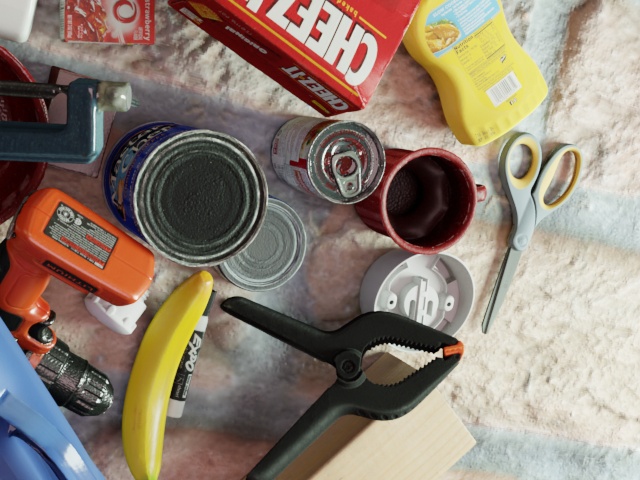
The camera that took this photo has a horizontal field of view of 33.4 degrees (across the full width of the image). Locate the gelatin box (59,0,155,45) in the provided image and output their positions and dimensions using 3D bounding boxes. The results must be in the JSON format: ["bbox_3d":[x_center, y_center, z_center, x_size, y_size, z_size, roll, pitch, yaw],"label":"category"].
[{"bbox_3d":[-0.171,-0.203,0.856,0.073,0.030,0.089,-2,100,-21],"label":"gelatin box"}]

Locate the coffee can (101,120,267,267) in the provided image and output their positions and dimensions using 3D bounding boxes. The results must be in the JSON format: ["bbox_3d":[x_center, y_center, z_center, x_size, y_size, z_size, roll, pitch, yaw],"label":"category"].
[{"bbox_3d":[-0.111,-0.041,0.846,0.102,0.140,0.103,-3,100,-20],"label":"coffee can"}]

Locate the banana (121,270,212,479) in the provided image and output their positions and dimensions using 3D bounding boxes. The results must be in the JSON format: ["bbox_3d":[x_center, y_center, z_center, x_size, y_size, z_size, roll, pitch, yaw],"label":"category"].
[{"bbox_3d":[-0.133,0.120,0.906,0.037,0.070,0.198,14,86,-54],"label":"banana"}]

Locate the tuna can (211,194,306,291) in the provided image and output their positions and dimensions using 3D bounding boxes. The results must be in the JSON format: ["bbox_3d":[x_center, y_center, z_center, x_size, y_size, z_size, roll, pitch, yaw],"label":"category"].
[{"bbox_3d":[-0.056,0.001,0.931,0.086,0.034,0.086,-3,100,-20],"label":"tuna can"}]

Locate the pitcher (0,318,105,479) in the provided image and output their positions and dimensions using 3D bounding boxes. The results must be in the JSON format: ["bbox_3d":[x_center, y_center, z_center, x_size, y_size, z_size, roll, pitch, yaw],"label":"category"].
[{"bbox_3d":[-0.248,0.139,0.781,0.149,0.145,0.243,-19,126,-3],"label":"pitcher"}]

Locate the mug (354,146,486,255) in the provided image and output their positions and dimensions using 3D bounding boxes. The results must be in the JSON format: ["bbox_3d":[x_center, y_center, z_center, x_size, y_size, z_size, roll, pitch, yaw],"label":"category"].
[{"bbox_3d":[0.091,-0.041,0.953,0.117,0.082,0.093,-8,102,-19],"label":"mug"}]

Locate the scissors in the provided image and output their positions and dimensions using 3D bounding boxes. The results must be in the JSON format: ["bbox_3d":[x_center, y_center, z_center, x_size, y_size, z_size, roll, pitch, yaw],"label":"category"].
[{"bbox_3d":[0.181,-0.017,1.027,0.096,0.016,0.201,36,85,-20],"label":"scissors"}]

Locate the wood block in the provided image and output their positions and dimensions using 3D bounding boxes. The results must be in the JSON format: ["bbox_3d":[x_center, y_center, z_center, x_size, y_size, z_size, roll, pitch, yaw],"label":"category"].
[{"bbox_3d":[0.025,0.208,0.965,0.206,0.091,0.090,-41,110,-10],"label":"wood block"}]

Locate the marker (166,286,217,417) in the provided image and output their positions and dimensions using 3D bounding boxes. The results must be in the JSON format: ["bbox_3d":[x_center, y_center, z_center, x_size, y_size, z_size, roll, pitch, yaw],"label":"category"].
[{"bbox_3d":[-0.114,0.095,0.932,0.020,0.020,0.121,15,93,-22],"label":"marker"}]

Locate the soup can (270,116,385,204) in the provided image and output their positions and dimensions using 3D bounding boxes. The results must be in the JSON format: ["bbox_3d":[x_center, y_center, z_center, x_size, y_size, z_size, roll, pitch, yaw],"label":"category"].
[{"bbox_3d":[0.004,-0.070,0.905,0.068,0.102,0.068,-3,100,-20],"label":"soup can"}]

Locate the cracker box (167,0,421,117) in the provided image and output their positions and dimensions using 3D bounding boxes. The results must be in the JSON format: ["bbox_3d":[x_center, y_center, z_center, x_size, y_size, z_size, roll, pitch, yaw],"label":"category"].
[{"bbox_3d":[0.006,-0.231,0.836,0.164,0.072,0.213,33,75,-25],"label":"cracker box"}]

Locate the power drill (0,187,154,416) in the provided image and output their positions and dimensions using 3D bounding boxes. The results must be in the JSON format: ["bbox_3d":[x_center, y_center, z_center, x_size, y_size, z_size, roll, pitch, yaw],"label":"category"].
[{"bbox_3d":[-0.206,0.055,0.815,0.184,0.057,0.188,34,131,-20],"label":"power drill"}]

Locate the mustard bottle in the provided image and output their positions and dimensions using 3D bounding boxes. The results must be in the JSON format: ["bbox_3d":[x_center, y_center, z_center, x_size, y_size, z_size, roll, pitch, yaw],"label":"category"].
[{"bbox_3d":[0.123,-0.186,0.954,0.096,0.058,0.191,-37,110,-13],"label":"mustard bottle"}]

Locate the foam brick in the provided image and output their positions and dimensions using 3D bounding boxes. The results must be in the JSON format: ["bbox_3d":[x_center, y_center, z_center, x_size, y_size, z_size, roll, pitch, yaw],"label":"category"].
[{"bbox_3d":[-0.196,-0.095,0.853,0.053,0.051,0.078,14,93,-22],"label":"foam brick"}]

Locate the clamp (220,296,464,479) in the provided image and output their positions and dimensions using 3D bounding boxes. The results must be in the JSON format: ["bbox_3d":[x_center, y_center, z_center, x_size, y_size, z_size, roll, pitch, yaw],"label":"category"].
[{"bbox_3d":[0.017,0.104,0.920,0.210,0.036,0.164,-17,74,-2],"label":"clamp"}]
